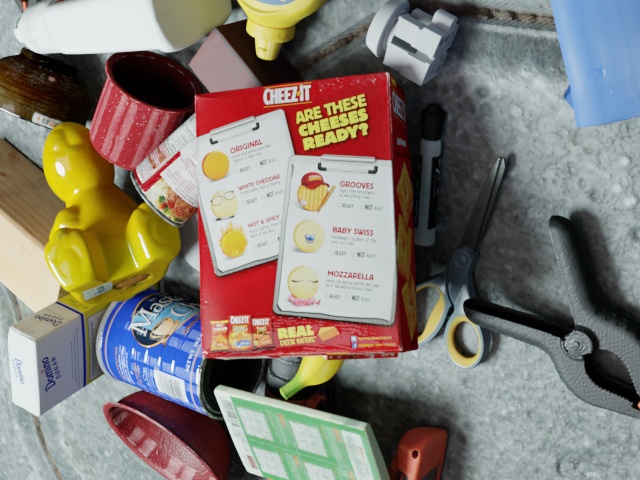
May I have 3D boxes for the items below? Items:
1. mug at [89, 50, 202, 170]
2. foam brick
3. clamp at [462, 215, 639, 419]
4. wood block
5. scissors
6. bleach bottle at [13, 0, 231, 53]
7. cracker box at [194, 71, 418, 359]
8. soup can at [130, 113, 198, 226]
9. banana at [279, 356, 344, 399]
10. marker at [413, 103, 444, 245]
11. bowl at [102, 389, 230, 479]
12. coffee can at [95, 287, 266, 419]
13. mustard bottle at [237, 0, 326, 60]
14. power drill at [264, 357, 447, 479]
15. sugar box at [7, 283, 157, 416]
[{"bbox_3d":[-0.156,-0.115,1.002,0.117,0.093,0.082,21,126,-12],"label":"mug"},{"bbox_3d":[-0.065,-0.147,0.936,0.078,0.052,0.051,52,131,10],"label":"foam brick"},{"bbox_3d":[0.204,0.064,0.824,0.171,0.039,0.120,37,128,11],"label":"clamp"},{"bbox_3d":[-0.325,-0.012,1.177,0.206,0.090,0.091,38,129,20],"label":"wood block"},{"bbox_3d":[0.130,0.032,0.882,0.096,0.016,0.202,46,132,15],"label":"scissors"},{"bbox_3d":[-0.204,-0.205,0.986,0.251,0.102,0.068,1,118,39],"label":"bleach bottle"},{"bbox_3d":[-0.011,-0.015,0.852,0.164,0.072,0.214,-4,83,16],"label":"cracker box"},{"bbox_3d":[-0.111,-0.070,0.960,0.102,0.068,0.068,-41,81,11],"label":"soup can"},{"bbox_3d":[-0.005,0.046,0.938,0.037,0.069,0.198,-150,54,-64],"label":"banana"},{"bbox_3d":[0.089,-0.054,0.877,0.020,0.020,0.121,18,119,32],"label":"marker"},{"bbox_3d":[-0.151,0.206,1.135,0.162,0.055,0.162,29,151,18],"label":"bowl"},{"bbox_3d":[-0.140,0.111,1.075,0.141,0.102,0.103,14,117,33],"label":"coffee can"},{"bbox_3d":[-0.030,-0.239,0.864,0.096,0.058,0.192,25,123,22],"label":"mustard bottle"},{"bbox_3d":[0.025,0.178,1.006,0.188,0.057,0.184,23,122,32],"label":"power drill"},{"bbox_3d":[-0.241,0.097,1.099,0.048,0.175,0.093,22,122,29],"label":"sugar box"}]
